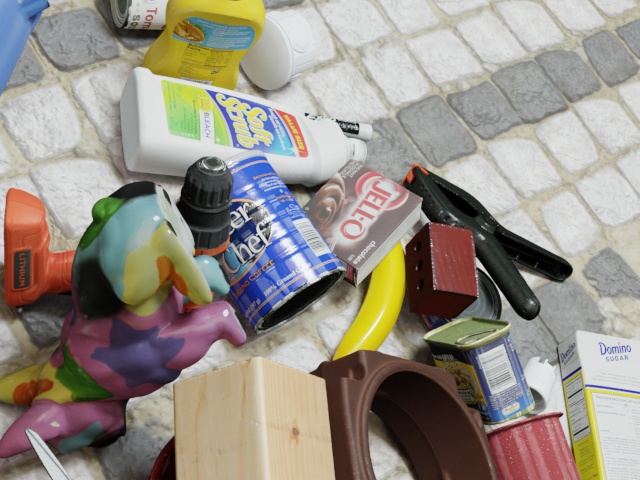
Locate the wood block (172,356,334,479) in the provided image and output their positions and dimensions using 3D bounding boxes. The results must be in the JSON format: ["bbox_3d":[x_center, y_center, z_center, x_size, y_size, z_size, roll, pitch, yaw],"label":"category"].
[{"bbox_3d":[-0.046,0.204,0.793,0.090,0.090,0.206,27,49,-49],"label":"wood block"}]

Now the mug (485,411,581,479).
[{"bbox_3d":[0.201,0.215,1.007,0.117,0.093,0.081,18,51,-60],"label":"mug"}]

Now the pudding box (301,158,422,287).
[{"bbox_3d":[0.034,-0.019,1.063,0.090,0.039,0.113,31,62,23],"label":"pudding box"}]

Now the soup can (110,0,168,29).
[{"bbox_3d":[-0.163,-0.255,1.122,0.102,0.069,0.068,-4,63,-26],"label":"soup can"}]

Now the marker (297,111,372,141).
[{"bbox_3d":[-0.003,-0.126,1.149,0.121,0.020,0.020,9,58,-20],"label":"marker"}]

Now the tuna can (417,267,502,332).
[{"bbox_3d":[0.142,0.065,1.093,0.086,0.034,0.086,11,57,-19],"label":"tuna can"}]

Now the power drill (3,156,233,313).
[{"bbox_3d":[-0.171,0.000,0.905,0.187,0.185,0.057,4,40,-13],"label":"power drill"}]

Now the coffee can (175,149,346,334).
[{"bbox_3d":[-0.057,0.001,0.996,0.102,0.103,0.140,-27,75,-34],"label":"coffee can"}]

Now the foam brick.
[{"bbox_3d":[0.118,0.029,1.047,0.051,0.053,0.078,11,57,-19],"label":"foam brick"}]

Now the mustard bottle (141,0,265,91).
[{"bbox_3d":[-0.107,-0.208,1.041,0.096,0.192,0.058,7,59,-22],"label":"mustard bottle"}]

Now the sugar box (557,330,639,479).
[{"bbox_3d":[0.302,0.184,1.090,0.093,0.048,0.176,11,54,-19],"label":"sugar box"}]

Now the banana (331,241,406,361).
[{"bbox_3d":[0.051,0.046,1.064,0.069,0.037,0.197,1,55,5],"label":"banana"}]

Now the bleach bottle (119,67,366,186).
[{"bbox_3d":[-0.071,-0.108,1.081,0.250,0.068,0.102,4,60,-26],"label":"bleach bottle"}]

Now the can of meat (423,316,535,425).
[{"bbox_3d":[0.150,0.123,1.007,0.057,0.102,0.084,-22,97,-19],"label":"can of meat"}]

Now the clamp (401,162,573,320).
[{"bbox_3d":[0.177,-0.007,1.136,0.210,0.036,0.164,44,27,17],"label":"clamp"}]
